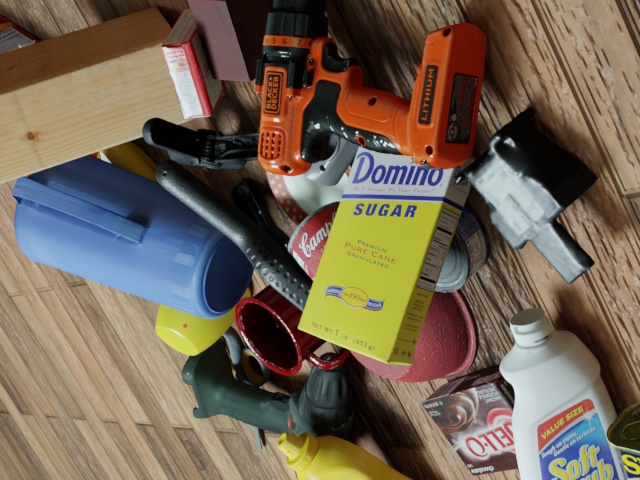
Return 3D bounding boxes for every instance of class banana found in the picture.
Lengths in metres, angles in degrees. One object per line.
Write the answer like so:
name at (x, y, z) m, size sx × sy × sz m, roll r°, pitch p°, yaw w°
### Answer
banana at (-0.192, -0.052, 1.212) m, size 0.198 × 0.037 × 0.070 m, roll 55°, pitch 145°, yaw -3°

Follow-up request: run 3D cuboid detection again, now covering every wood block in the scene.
wood block at (-0.233, -0.139, 1.013) m, size 0.090 × 0.206 × 0.091 m, roll -125°, pitch 19°, yaw -52°

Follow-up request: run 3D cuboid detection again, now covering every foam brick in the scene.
foam brick at (-0.071, -0.185, 0.931) m, size 0.053 × 0.051 × 0.078 m, roll 15°, pitch 132°, yaw 42°

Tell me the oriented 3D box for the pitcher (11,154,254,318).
pitcher at (-0.196, -0.007, 1.113) m, size 0.243 × 0.149 × 0.145 m, roll 19°, pitch 127°, yaw 27°

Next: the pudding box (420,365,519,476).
pudding box at (0.159, 0.167, 0.983) m, size 0.090 × 0.039 × 0.114 m, roll 55°, pitch 147°, yaw -4°

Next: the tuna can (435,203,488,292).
tuna can at (0.100, -0.001, 0.907) m, size 0.086 × 0.033 × 0.086 m, roll 31°, pitch 141°, yaw 29°

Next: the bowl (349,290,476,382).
bowl at (0.066, 0.077, 1.001) m, size 0.162 × 0.055 × 0.162 m, roll 32°, pitch 141°, yaw 30°

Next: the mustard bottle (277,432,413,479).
mustard bottle at (0.034, 0.258, 1.134) m, size 0.191 × 0.058 × 0.096 m, roll 34°, pitch 141°, yaw -18°

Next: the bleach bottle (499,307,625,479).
bleach bottle at (0.202, 0.173, 0.890) m, size 0.103 × 0.068 × 0.251 m, roll -19°, pitch 109°, yaw 11°

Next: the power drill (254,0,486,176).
power drill at (0.032, -0.133, 0.817) m, size 0.188 × 0.057 × 0.184 m, roll 12°, pitch 103°, yaw 38°

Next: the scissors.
scissors at (-0.078, 0.193, 1.317) m, size 0.096 × 0.016 × 0.202 m, roll 9°, pitch 127°, yaw 47°

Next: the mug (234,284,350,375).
mug at (-0.018, 0.084, 1.084) m, size 0.117 × 0.081 × 0.093 m, roll 37°, pitch 143°, yaw 24°

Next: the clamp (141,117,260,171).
clamp at (-0.116, -0.090, 1.018) m, size 0.120 × 0.039 × 0.172 m, roll 13°, pitch 173°, yaw -15°

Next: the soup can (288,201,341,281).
soup can at (0.028, 0.025, 0.932) m, size 0.102 × 0.068 × 0.069 m, roll 49°, pitch 148°, yaw 25°

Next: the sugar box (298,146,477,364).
sugar box at (0.054, 0.003, 0.855) m, size 0.093 × 0.048 × 0.176 m, roll 18°, pitch 92°, yaw 34°

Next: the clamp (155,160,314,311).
clamp at (-0.056, 0.001, 0.988) m, size 0.036 × 0.164 × 0.210 m, roll -49°, pitch 64°, yaw 14°

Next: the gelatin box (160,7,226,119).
gelatin box at (-0.113, -0.163, 0.971) m, size 0.030 × 0.089 × 0.073 m, roll -6°, pitch 124°, yaw 13°
